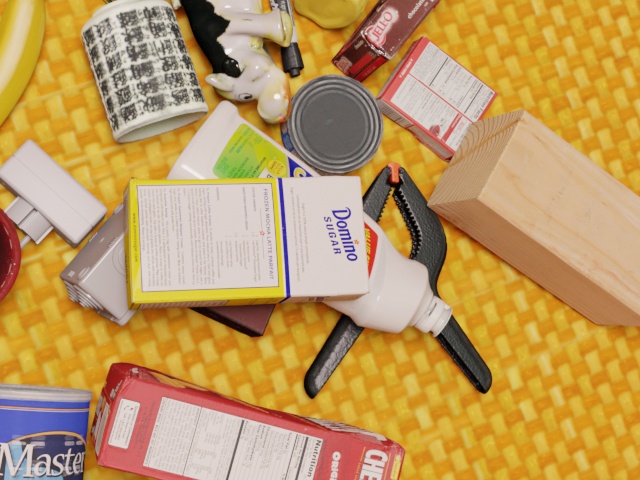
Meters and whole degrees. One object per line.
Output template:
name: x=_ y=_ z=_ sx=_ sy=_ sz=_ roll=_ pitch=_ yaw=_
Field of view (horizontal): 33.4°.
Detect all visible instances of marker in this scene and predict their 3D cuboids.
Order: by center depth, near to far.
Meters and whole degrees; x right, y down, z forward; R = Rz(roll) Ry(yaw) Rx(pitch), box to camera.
marker: x=-0.034 y=-0.202 z=0.932 sx=0.020 sy=0.020 sz=0.121 roll=-11 pitch=88 yaw=-15

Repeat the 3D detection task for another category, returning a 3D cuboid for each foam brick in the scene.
foam brick: x=-0.076 y=0.041 z=0.879 sx=0.078 sy=0.053 sz=0.051 roll=26 pitch=79 yaw=-10

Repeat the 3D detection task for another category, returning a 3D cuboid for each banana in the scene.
banana: x=-0.271 y=-0.120 z=0.844 sx=0.037 sy=0.069 sz=0.197 roll=23 pitch=68 yaw=34

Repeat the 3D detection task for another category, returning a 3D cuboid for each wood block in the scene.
wood block: x=0.210 y=-0.015 z=0.923 sx=0.206 sy=0.091 sz=0.090 roll=34 pitch=77 yaw=-17

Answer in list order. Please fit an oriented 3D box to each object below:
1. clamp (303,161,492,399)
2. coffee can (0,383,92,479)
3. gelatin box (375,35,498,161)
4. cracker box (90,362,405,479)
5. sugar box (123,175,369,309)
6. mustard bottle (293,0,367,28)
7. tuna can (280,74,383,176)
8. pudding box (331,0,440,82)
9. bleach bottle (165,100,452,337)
clamp: x=0.055 y=0.039 z=0.921 sx=0.164 sy=0.036 sz=0.210 roll=-7 pitch=84 yaw=-12
coffee can: x=-0.229 y=0.180 z=0.801 sx=0.102 sy=0.103 sz=0.140 roll=6 pitch=83 yaw=-14
gelatin box: x=0.103 y=-0.126 z=0.953 sx=0.089 sy=0.030 sz=0.073 roll=36 pitch=77 yaw=-10
cracker box: x=-0.062 y=0.153 z=0.815 sx=0.213 sy=0.164 sz=0.072 roll=16 pitch=83 yaw=-12
sugar box: x=-0.055 y=0.001 z=0.792 sx=0.176 sy=0.048 sz=0.093 roll=0 pitch=79 yaw=-17
mustard bottle: x=0.044 y=-0.280 z=0.919 sx=0.058 sy=0.096 sz=0.191 roll=28 pitch=78 yaw=-13
tuna can: x=0.009 y=-0.098 z=0.925 sx=0.086 sy=0.034 sz=0.086 roll=1 pitch=84 yaw=-14
pudding box: x=0.065 y=-0.195 z=0.919 sx=0.039 sy=0.090 sz=0.113 roll=42 pitch=76 yaw=-9
bleach bottle: x=-0.002 y=-0.006 z=0.871 sx=0.251 sy=0.068 sz=0.102 roll=33 pitch=50 yaw=-3
